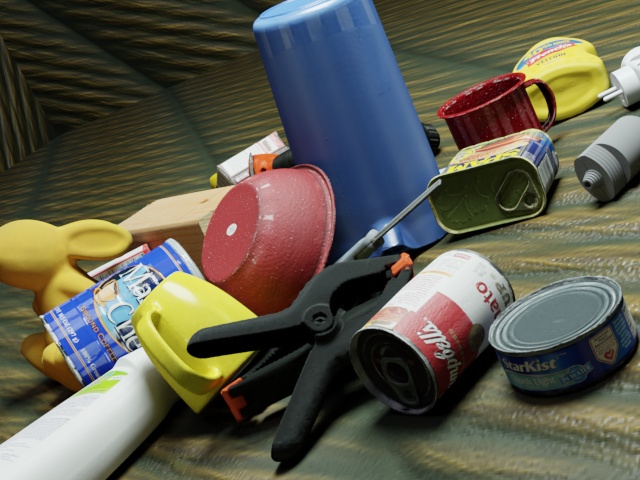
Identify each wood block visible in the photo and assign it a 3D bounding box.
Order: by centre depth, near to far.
[{"bbox_3d":[-0.141,0.002,1.190,0.090,0.090,0.207,-37,19,-34],"label":"wood block"}]

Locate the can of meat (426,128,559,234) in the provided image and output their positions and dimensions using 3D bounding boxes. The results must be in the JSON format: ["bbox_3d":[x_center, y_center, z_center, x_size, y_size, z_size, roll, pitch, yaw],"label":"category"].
[{"bbox_3d":[0.156,-0.054,0.949,0.102,0.057,0.083,-14,17,29],"label":"can of meat"}]

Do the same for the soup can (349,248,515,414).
[{"bbox_3d":[0.076,0.059,0.711,0.069,0.068,0.102,-8,24,48],"label":"soup can"}]

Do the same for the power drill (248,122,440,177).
[{"bbox_3d":[0.022,-0.098,1.229,0.184,0.057,0.188,1,-17,-43],"label":"power drill"}]

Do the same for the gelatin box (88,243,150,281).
[{"bbox_3d":[-0.211,0.056,1.163,0.089,0.073,0.030,-28,16,-1],"label":"gelatin box"}]

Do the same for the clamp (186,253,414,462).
[{"bbox_3d":[0.003,0.074,0.747,0.171,0.120,0.039,-30,-28,-6],"label":"clamp"}]

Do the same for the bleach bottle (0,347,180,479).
[{"bbox_3d":[-0.175,0.147,0.850,0.103,0.068,0.250,-10,21,45],"label":"bleach bottle"}]

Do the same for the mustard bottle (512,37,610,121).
[{"bbox_3d":[0.263,-0.187,1.189,0.096,0.058,0.191,-21,17,16],"label":"mustard bottle"}]

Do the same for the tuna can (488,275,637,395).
[{"bbox_3d":[0.149,0.058,0.657,0.086,0.034,0.086,-25,16,8],"label":"tuna can"}]

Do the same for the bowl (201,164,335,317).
[{"bbox_3d":[-0.056,0.001,0.924,0.162,0.055,0.162,-34,45,43],"label":"bowl"}]

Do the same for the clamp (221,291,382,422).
[{"bbox_3d":[0.012,0.069,0.836,0.209,0.036,0.165,-32,11,-15],"label":"clamp"}]

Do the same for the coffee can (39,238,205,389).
[{"bbox_3d":[-0.171,0.077,0.984,0.140,0.103,0.103,-32,17,-14],"label":"coffee can"}]

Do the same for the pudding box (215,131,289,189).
[{"bbox_3d":[-0.085,-0.075,1.339,0.090,0.039,0.113,-34,-16,-21],"label":"pudding box"}]

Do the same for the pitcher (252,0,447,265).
[{"bbox_3d":[0.027,-0.109,0.987,0.149,0.243,0.144,2,29,48],"label":"pitcher"}]

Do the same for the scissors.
[{"bbox_3d":[0.044,0.000,0.889,0.202,0.016,0.096,-43,0,31],"label":"scissors"}]

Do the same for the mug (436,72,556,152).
[{"bbox_3d":[0.182,-0.113,1.046,0.117,0.081,0.093,-32,17,-16],"label":"mug"}]
